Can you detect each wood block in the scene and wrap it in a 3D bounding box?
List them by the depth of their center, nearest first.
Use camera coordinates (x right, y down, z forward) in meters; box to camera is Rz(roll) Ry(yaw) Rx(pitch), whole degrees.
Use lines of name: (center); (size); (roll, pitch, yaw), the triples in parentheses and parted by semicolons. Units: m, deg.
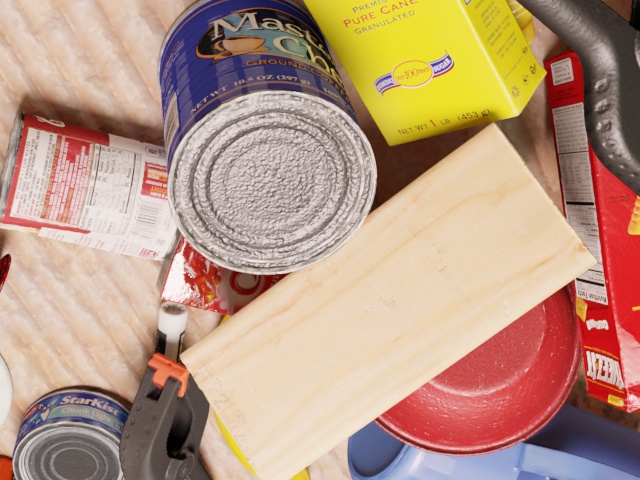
wood block: (0.039, 0.037, 0.586); (0.206, 0.090, 0.090); (-36, 81, 10)

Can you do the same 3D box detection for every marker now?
marker: (-0.107, 0.095, 0.731); (0.020, 0.020, 0.121); (4, 122, -13)

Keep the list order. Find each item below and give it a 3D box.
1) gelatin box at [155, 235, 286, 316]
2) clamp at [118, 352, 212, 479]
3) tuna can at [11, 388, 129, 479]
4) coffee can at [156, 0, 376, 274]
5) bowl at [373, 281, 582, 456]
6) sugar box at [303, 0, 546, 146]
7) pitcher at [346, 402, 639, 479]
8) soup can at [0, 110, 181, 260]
gelatin box: (-0.054, 0.001, 0.661); (0.073, 0.030, 0.089); (14, 102, -18)
clamp: (-0.110, 0.157, 0.714); (0.039, 0.120, 0.171); (15, 130, 19)
tuna can: (-0.168, 0.147, 0.739); (0.086, 0.034, 0.086); (-1, 121, -2)
coffee can: (-0.034, -0.063, 0.570); (0.102, 0.140, 0.103); (-5, 123, -8)
bowl: (0.089, 0.052, 0.661); (0.162, 0.055, 0.162); (0, 78, 1)
sugar box: (0.035, -0.137, 0.549); (0.094, 0.048, 0.176); (-11, 123, 45)
pitcher: (0.149, 0.166, 0.755); (0.242, 0.145, 0.149); (26, 118, -21)
soup can: (-0.131, -0.030, 0.617); (0.102, 0.068, 0.069); (13, 119, -18)
